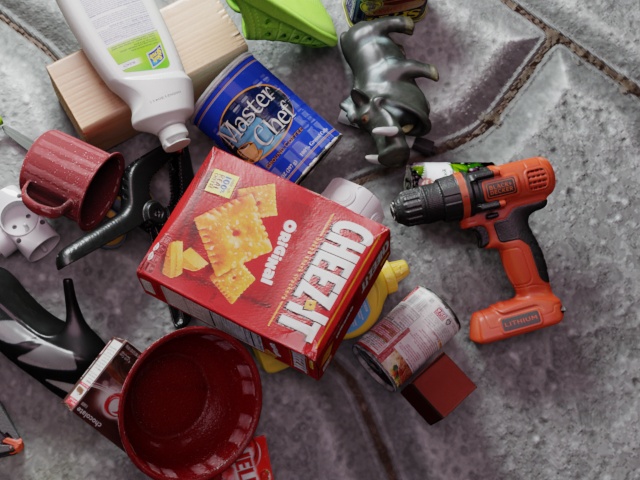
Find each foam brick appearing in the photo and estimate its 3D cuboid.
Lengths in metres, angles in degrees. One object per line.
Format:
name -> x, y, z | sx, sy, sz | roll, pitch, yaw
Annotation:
foam brick -> 0.124, 0.159, 1.139 | 0.053, 0.078, 0.051 | -42, 81, -12

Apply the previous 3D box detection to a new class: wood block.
wood block -> -0.193, -0.192, 1.212 | 0.206, 0.090, 0.091 | -29, 79, -12

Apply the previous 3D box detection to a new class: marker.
marker -> 0.079, -0.127, 1.247 | 0.121, 0.020, 0.020 | 21, 74, 3

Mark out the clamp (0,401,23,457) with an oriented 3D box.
clamp -> -0.397, 0.192, 1.114 | 0.171, 0.039, 0.120 | 30, 76, 5

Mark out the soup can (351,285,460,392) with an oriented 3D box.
soup can -> 0.093, 0.106, 1.156 | 0.102, 0.068, 0.068 | -41, 81, -14

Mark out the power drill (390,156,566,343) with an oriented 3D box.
power drill -> 0.181, 0.014, 1.165 | 0.184, 0.057, 0.187 | -14, 96, -3

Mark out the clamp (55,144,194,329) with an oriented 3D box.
clamp -> -0.194, -0.025, 1.163 | 0.164, 0.036, 0.210 | 24, 65, -33

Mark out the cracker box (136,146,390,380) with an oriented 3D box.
cracker box -> -0.057, 0.020, 1.103 | 0.214, 0.072, 0.164 | 25, 70, 14

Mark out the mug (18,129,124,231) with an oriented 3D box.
mug -> -0.275, -0.062, 1.145 | 0.081, 0.093, 0.117 | 25, 41, 9

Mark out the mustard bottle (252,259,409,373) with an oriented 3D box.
mustard bottle -> 0.009, 0.065, 1.165 | 0.191, 0.058, 0.096 | -23, 94, -10

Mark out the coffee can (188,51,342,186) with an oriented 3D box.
coffee can -> -0.061, -0.125, 1.185 | 0.140, 0.103, 0.102 | 42, 75, 0

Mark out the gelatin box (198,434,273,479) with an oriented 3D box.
gelatin box -> -0.086, 0.254, 1.121 | 0.073, 0.030, 0.089 | -9, 75, -7

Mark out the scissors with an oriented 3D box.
scissors -> -0.284, -0.056, 1.204 | 0.202, 0.016, 0.096 | 20, 74, 2

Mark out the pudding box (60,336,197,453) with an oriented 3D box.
pudding box -> -0.197, 0.167, 1.108 | 0.113, 0.039, 0.090 | 44, 72, -27

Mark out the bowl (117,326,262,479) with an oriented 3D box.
bowl -> -0.141, 0.164, 1.086 | 0.161, 0.055, 0.162 | -4, 97, -33

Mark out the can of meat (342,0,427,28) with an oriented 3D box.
can of meat -> 0.081, -0.297, 1.263 | 0.102, 0.084, 0.057 | -12, 75, -8

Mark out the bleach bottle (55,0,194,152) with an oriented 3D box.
bleach bottle -> -0.210, -0.207, 1.136 | 0.102, 0.068, 0.251 | -24, 80, -10
